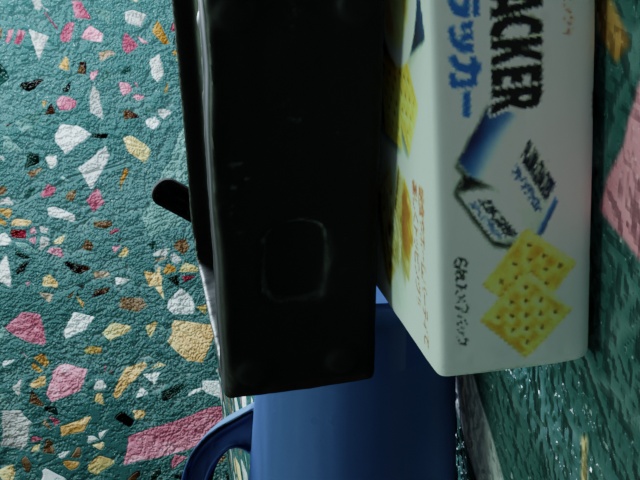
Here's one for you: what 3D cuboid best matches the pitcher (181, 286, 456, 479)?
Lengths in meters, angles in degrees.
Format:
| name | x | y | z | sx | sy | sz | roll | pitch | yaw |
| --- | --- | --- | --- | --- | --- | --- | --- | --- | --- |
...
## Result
| name | x | y | z | sx | sy | sz | roll | pitch | yaw |
| --- | --- | --- | --- | --- | --- | --- | --- | --- | --- |
| pitcher | 0.007 | 0.142 | 0.613 | 0.145 | 0.149 | 0.243 | 19 | 110 | 58 |

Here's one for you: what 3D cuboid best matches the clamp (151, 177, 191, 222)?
| name | x | y | z | sx | sy | sz | roll | pitch | yaw |
| --- | --- | --- | --- | --- | --- | --- | --- | --- | --- |
| clamp | -0.056 | 0.001 | 0.946 | 0.164 | 0.036 | 0.209 | 42 | -168 | 9 |
